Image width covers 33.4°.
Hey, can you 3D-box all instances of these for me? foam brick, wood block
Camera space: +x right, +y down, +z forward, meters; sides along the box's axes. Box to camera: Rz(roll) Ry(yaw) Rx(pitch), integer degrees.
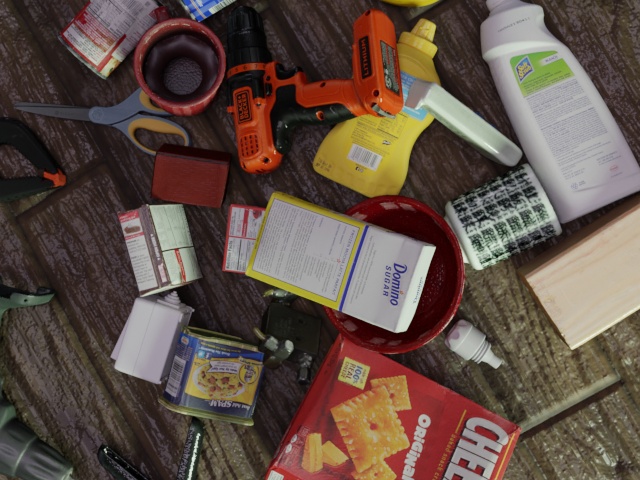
[{"bbox_3d":[-0.136,-0.069,1.134,0.078,0.053,0.051,9,106,-1],"label":"foam brick"},{"bbox_3d":[0.312,0.015,1.079,0.206,0.091,0.090,-33,89,5],"label":"wood block"}]

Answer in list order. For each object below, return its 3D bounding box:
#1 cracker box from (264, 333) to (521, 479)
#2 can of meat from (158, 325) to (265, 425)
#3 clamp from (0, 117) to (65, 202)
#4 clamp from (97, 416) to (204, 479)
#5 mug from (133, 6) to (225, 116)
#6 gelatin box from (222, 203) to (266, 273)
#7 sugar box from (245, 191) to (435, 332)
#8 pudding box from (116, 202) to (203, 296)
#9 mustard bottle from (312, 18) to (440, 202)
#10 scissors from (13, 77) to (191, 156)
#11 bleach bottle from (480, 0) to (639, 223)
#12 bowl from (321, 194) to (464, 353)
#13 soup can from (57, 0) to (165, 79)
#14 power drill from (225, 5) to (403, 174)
[{"bbox_3d":[0.074,0.216,1.082,0.214,0.072,0.164,27,59,6],"label":"cracker box"},{"bbox_3d":[-0.110,0.142,1.128,0.102,0.058,0.084,16,90,-28],"label":"can of meat"},{"bbox_3d":[-0.386,-0.090,1.176,0.210,0.036,0.164,25,93,5],"label":"clamp"},{"bbox_3d":[-0.156,0.277,1.160,0.120,0.039,0.171,-26,95,10],"label":"clamp"},{"bbox_3d":[-0.149,-0.187,1.115,0.093,0.081,0.117,-22,87,-5],"label":"mug"},{"bbox_3d":[-0.058,0.001,1.148,0.089,0.030,0.073,7,93,6],"label":"gelatin box"},{"bbox_3d":[0.019,0.020,1.079,0.176,0.048,0.093,20,96,20],"label":"sugar box"},{"bbox_3d":[-0.166,0.007,1.118,0.039,0.113,0.090,-17,89,10],"label":"pudding box"},{"bbox_3d":[0.072,-0.141,1.116,0.096,0.058,0.192,25,94,3],"label":"mustard bottle"},{"bbox_3d":[-0.229,-0.153,1.169,0.202,0.016,0.096,22,92,4],"label":"scissors"},{"bbox_3d":[0.240,-0.150,1.097,0.102,0.068,0.251,-23,85,-6],"label":"bleach bottle"},{"bbox_3d":[0.079,0.035,1.106,0.162,0.055,0.162,-1,88,25],"label":"bowl"},{"bbox_3d":[-0.222,-0.233,1.140,0.068,0.068,0.102,43,95,3],"label":"soup can"},{"bbox_3d":[-0.013,-0.174,1.095,0.188,0.057,0.184,-13,79,29],"label":"power drill"}]
